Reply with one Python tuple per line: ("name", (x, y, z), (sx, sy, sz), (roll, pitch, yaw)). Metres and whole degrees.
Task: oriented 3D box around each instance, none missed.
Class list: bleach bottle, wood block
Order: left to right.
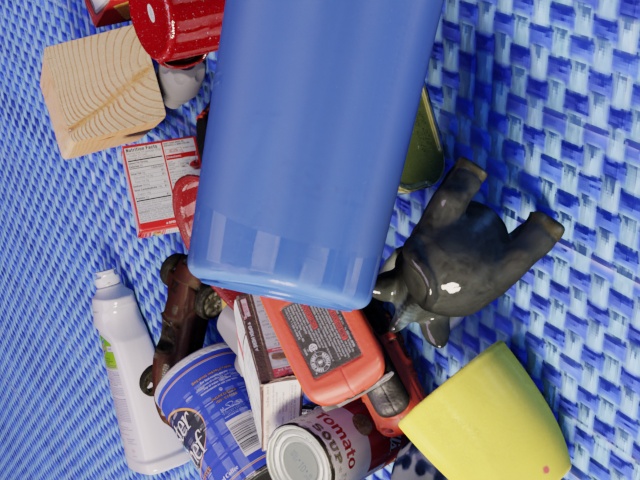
("wood block", (-0.217, -0.139, 1.046), (0.206, 0.090, 0.090), (180, 73, -74))
("bleach bottle", (-0.231, 0.157, 1.320), (0.103, 0.068, 0.251), (-9, 96, 60))

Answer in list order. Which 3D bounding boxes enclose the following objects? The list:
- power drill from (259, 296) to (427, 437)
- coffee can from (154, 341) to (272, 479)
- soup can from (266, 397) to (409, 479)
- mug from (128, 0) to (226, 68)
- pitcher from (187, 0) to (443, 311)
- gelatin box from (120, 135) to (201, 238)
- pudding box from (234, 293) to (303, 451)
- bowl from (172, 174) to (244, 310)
("power drill", (0.013, 0.051, 0.757), (0.184, 0.057, 0.187), (61, -171, 15))
("coffee can", (-0.085, 0.185, 1.043), (0.140, 0.102, 0.103), (54, 147, 28))
("soup can", (0.014, 0.161, 0.843), (0.069, 0.102, 0.068), (10, 107, 38))
("mug", (-0.109, -0.188, 0.889), (0.093, 0.081, 0.117), (58, 149, 22))
("pitcher", (-0.006, -0.086, 0.629), (0.145, 0.149, 0.243), (9, 84, 24))
("gelatin box", (-0.148, -0.052, 1.026), (0.030, 0.073, 0.089), (128, 129, -70))
("pudding box", (-0.041, 0.105, 0.869), (0.113, 0.039, 0.090), (91, 163, -53))
("bowl", (-0.056, 0.001, 0.913), (0.162, 0.055, 0.162), (38, 149, 27))
